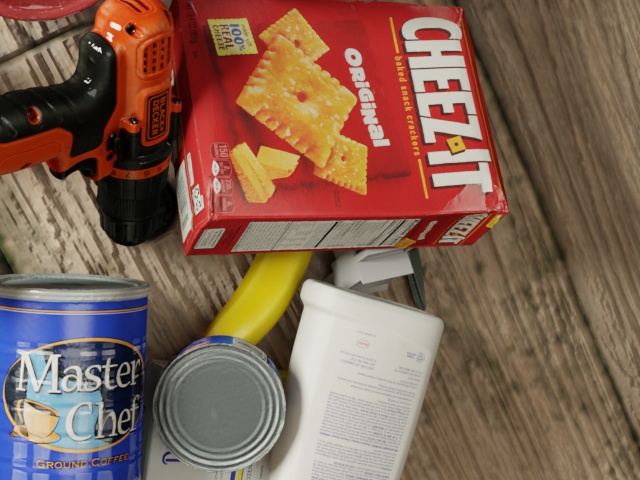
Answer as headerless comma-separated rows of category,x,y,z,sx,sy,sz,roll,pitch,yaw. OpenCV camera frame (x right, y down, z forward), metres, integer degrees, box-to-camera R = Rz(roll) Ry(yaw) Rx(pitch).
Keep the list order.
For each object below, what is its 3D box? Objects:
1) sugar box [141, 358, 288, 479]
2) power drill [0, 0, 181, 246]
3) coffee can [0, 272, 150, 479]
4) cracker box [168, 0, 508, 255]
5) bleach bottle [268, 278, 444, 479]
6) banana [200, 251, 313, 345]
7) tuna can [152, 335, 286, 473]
sugar box,-0.044,0.139,0.770,0.176,0.048,0.093,9,90,-23
power drill,-0.163,-0.040,0.629,0.187,0.057,0.184,-35,147,-39
coffee can,-0.162,0.095,0.674,0.102,0.103,0.140,1,94,-27
cracker box,0.007,-0.080,0.723,0.213,0.072,0.164,-2,70,-20
bleach bottle,0.003,0.160,0.733,0.102,0.068,0.251,17,90,-17
banana,-0.037,0.002,0.758,0.069,0.037,0.198,17,75,-18
tuna can,-0.066,0.106,0.699,0.086,0.034,0.086,0,97,-3
